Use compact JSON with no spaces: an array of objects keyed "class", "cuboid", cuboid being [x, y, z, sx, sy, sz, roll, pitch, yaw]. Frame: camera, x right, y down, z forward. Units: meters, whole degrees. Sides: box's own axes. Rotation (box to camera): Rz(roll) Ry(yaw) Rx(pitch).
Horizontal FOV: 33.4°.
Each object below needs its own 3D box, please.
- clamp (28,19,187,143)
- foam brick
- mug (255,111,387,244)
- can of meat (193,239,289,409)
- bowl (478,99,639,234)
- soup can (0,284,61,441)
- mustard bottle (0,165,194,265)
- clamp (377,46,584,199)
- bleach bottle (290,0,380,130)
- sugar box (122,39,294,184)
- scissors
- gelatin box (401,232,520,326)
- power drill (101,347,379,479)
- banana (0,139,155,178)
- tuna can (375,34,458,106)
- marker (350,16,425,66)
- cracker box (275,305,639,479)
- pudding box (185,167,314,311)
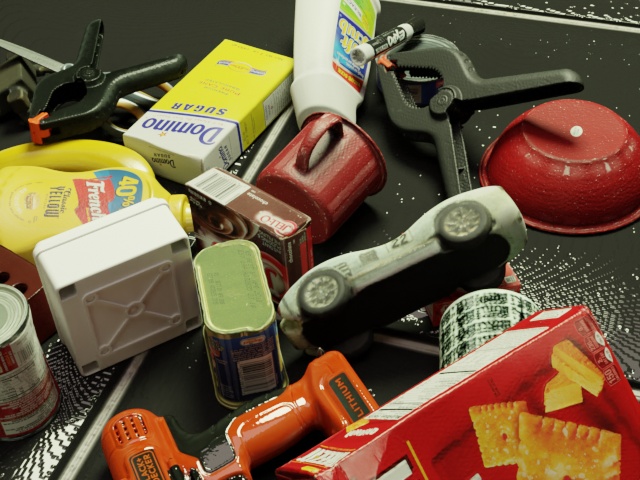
[{"class":"clamp","cuboid":[-0.211,-0.149,1.035,0.120,0.039,0.171,15,51,19]},{"class":"foam brick","cuboid":[-0.253,0.048,0.867,0.078,0.051,0.052,26,51,28]},{"class":"mug","cuboid":[-0.002,-0.058,0.916,0.093,0.117,0.081,31,58,17]},{"class":"can of meat","cuboid":[-0.062,0.062,0.811,0.057,0.084,0.102,-11,44,-7]},{"class":"bowl","cuboid":[0.225,-0.078,0.959,0.162,0.055,0.162,-2,44,2]},{"class":"soup can","cuboid":[-0.235,0.090,0.784,0.068,0.102,0.068,-2,43,2]},{"class":"mustard bottle","cuboid":[-0.191,-0.019,0.928,0.191,0.058,0.096,0,55,4]},{"class":"clamp","cuboid":[0.129,-0.126,0.970,0.165,0.036,0.210,-48,49,11]},{"class":"bleach bottle","cuboid":[0.013,-0.174,1.062,0.068,0.102,0.250,-19,46,24]},{"class":"sugar box","cuboid":[-0.103,-0.127,1.045,0.093,0.048,0.176,19,47,23]},{"class":"scissors","cuboid":[-0.246,-0.152,1.069,0.201,0.016,0.096,11,52,-7]},{"class":"gelatin box","cuboid":[0.114,0.024,0.877,0.073,0.030,0.089,-12,43,-7]},{"class":"power drill","cuboid":[-0.041,0.162,0.723,0.187,0.057,0.185,-20,45,-16]},{"class":"banana","cuboid":[-0.235,-0.066,0.999,0.198,0.037,0.069,7,44,13]},{"class":"tuna can","cuboid":[0.099,-0.173,1.086,0.086,0.034,0.086,-3,43,2]},{"class":"marker","cuboid":[0.069,-0.199,1.057,0.020,0.020,0.120,23,37,27]},{"class":"cracker box","cuboid":[0.106,0.158,0.641,0.213,0.072,0.164,-27,91,-24]},{"class":"pudding box","cuboid":[-0.056,0.001,0.873,0.114,0.090,0.039,31,52,33]}]
